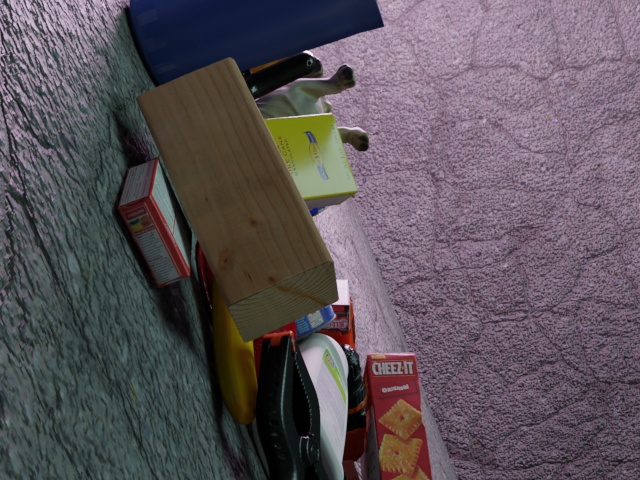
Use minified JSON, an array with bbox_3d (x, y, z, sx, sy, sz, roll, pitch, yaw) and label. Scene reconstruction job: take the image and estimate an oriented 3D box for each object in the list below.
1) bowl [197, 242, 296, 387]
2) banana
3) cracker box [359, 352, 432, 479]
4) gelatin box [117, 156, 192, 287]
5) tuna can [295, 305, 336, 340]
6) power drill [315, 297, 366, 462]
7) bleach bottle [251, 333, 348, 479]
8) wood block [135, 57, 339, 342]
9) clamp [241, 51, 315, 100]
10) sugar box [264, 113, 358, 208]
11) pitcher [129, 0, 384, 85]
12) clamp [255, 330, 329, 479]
[{"bbox_3d":[-0.064,0.064,1.037,0.162,0.055,0.162,-20,90,-83],"label":"bowl"},{"bbox_3d":[-0.074,0.068,0.925,0.070,0.037,0.198,117,-26,-65],"label":"banana"},{"bbox_3d":[0.092,0.271,1.330,0.164,0.072,0.213,97,-9,-56],"label":"cracker box"},{"bbox_3d":[-0.129,-0.015,0.837,0.089,0.030,0.073,-102,170,-65],"label":"gelatin box"},{"bbox_3d":[-0.029,0.082,1.142,0.086,0.086,0.034,-72,140,-79],"label":"tuna can"},{"bbox_3d":[0.022,0.154,1.327,0.187,0.057,0.184,-95,-177,-52],"label":"power drill"},{"bbox_3d":[-0.006,0.162,1.076,0.250,0.068,0.102,-59,128,-74],"label":"bleach bottle"},{"bbox_3d":[-0.068,-0.035,0.884,0.091,0.090,0.206,80,-15,-66],"label":"wood block"},{"bbox_3d":[-0.085,-0.154,1.115,0.171,0.120,0.039,-46,113,-43],"label":"clamp"},{"bbox_3d":[-0.054,-0.074,1.075,0.048,0.175,0.093,-33,-108,51],"label":"sugar box"},{"bbox_3d":[-0.064,-0.242,1.094,0.149,0.243,0.145,60,13,-59],"label":"pitcher"},{"bbox_3d":[-0.018,0.183,0.901,0.164,0.036,0.210,18,64,-68],"label":"clamp"}]
